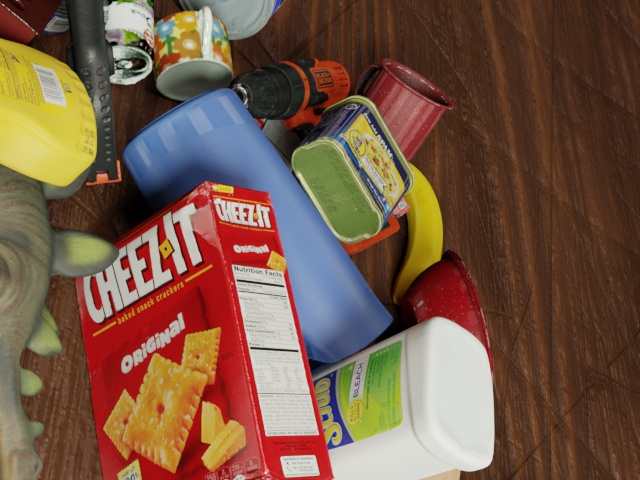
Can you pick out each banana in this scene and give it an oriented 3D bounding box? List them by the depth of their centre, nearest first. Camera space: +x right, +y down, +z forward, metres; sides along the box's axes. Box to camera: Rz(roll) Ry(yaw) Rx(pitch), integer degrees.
[{"bbox_3d":[0.100,-0.011,1.148,0.069,0.037,0.198,5,55,-15],"label":"banana"}]

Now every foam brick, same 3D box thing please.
[{"bbox_3d":[-0.225,-0.158,0.753,0.053,0.051,0.078,40,23,-22],"label":"foam brick"}]

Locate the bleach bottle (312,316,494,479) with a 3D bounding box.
[{"bbox_3d":[0.005,0.143,0.756,0.068,0.251,0.102,33,45,-31],"label":"bleach bottle"}]

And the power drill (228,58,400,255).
[{"bbox_3d":[-0.003,-0.076,0.979,0.184,0.057,0.187,-23,94,-58],"label":"power drill"}]

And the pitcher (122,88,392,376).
[{"bbox_3d":[-0.056,0.001,0.886,0.144,0.149,0.243,-33,92,-35],"label":"pitcher"}]

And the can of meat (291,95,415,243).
[{"bbox_3d":[0.028,-0.059,0.910,0.102,0.058,0.083,58,35,-16],"label":"can of meat"}]

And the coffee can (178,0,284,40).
[{"bbox_3d":[-0.071,-0.277,1.072,0.102,0.103,0.140,48,39,-15],"label":"coffee can"}]

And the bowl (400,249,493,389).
[{"bbox_3d":[0.116,0.093,1.036,0.055,0.162,0.162,-10,69,-7],"label":"bowl"}]

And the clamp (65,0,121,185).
[{"bbox_3d":[-0.183,-0.150,0.844,0.036,0.210,0.165,-7,26,-12],"label":"clamp"}]

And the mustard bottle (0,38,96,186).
[{"bbox_3d":[-0.226,-0.096,0.641,0.191,0.058,0.096,19,41,-53],"label":"mustard bottle"}]

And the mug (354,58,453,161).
[{"bbox_3d":[0.076,-0.144,1.157,0.093,0.082,0.117,8,33,-49],"label":"mug"}]

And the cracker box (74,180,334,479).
[{"bbox_3d":[-0.092,0.089,0.755,0.071,0.164,0.214,10,59,-47],"label":"cracker box"}]
